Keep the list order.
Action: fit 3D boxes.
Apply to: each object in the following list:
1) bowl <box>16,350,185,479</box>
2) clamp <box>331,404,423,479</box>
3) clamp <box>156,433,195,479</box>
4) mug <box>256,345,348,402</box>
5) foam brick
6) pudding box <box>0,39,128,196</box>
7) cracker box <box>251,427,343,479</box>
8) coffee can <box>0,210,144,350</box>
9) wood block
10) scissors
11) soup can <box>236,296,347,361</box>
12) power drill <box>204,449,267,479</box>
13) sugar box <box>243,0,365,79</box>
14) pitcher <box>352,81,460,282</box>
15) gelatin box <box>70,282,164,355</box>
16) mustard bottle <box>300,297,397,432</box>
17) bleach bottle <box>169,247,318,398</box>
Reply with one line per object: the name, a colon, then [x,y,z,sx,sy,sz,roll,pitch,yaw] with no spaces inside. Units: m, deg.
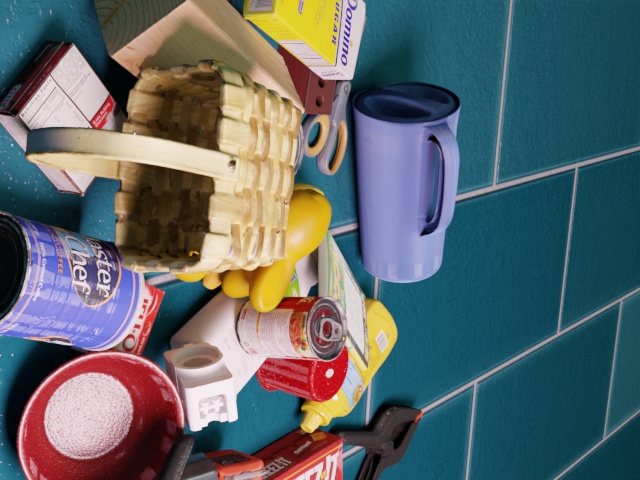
bowl: [-0.215,0.177,1.027,0.161,0.055,0.162,-5,102,-26]
clamp: [0.082,0.309,1.539,0.209,0.036,0.164,-27,121,-49]
clamp: [-0.155,0.266,1.005,0.171,0.039,0.120,-26,82,-23]
mug: [-0.021,0.139,1.297,0.093,0.082,0.117,-38,130,-42]
foam brick: [-0.017,-0.184,1.222,0.052,0.051,0.078,-3,103,-54]
pudding box: [-0.229,-0.109,0.960,0.090,0.039,0.113,-58,139,-24]
cracker box: [-0.041,0.366,1.352,0.163,0.072,0.214,-20,116,-51]
coffee can: [-0.239,0.038,0.936,0.140,0.103,0.103,20,84,-55]
wood block: [-0.113,-0.179,1.028,0.205,0.091,0.090,38,25,-52]
scissors: [0.015,-0.181,1.302,0.096,0.016,0.202,-1,101,-55]
soup can: [-0.031,0.093,1.138,0.068,0.102,0.068,3,86,-51]
power drill: [-0.100,0.336,1.210,0.057,0.185,0.187,-8,90,-28]
sugar box: [-0.012,-0.242,1.118,0.176,0.048,0.093,24,74,-57]
pitcher: [0.111,-0.067,1.355,0.149,0.145,0.243,-60,154,-56]
gelatin box: [-0.201,0.079,1.067,0.073,0.030,0.089,33,74,-54]
mustard bottle: [0.030,0.172,1.401,0.191,0.058,0.096,-55,142,-29]
bleach bottle: [-0.066,0.078,1.231,0.250,0.068,0.102,-45,131,-41]
